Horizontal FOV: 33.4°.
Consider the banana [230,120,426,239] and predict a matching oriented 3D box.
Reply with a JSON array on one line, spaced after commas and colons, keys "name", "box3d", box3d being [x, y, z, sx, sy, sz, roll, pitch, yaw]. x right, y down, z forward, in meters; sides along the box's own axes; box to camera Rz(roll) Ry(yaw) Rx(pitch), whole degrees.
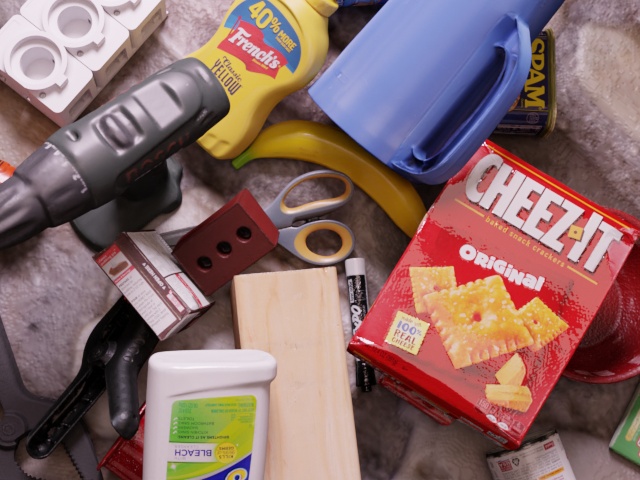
[{"name": "banana", "box3d": [0.020, -0.064, 0.987, 0.198, 0.037, 0.070, 22, 104, 1]}]

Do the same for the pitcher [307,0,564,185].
[{"name": "pitcher", "box3d": [0.117, -0.170, 0.914, 0.149, 0.145, 0.243, 41, 104, 3]}]

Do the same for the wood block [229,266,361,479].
[{"name": "wood block", "box3d": [-0.023, 0.134, 0.916, 0.090, 0.091, 0.206, -5, 80, -7]}]

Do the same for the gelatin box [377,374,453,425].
[{"name": "gelatin box", "box3d": [0.105, 0.111, 0.963, 0.073, 0.030, 0.089, 32, 78, 1]}]

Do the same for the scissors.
[{"name": "scissors", "box3d": [-0.056, 0.001, 0.972, 0.202, 0.016, 0.096, -25, 103, 5]}]

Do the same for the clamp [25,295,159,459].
[{"name": "clamp", "box3d": [-0.185, 0.111, 0.903, 0.120, 0.171, 0.039, -18, 125, 23]}]

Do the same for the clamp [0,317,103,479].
[{"name": "clamp", "box3d": [-0.276, 0.168, 0.909, 0.210, 0.036, 0.164, 43, 71, 1]}]

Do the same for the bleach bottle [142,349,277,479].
[{"name": "bleach bottle", "box3d": [-0.087, 0.214, 0.832, 0.102, 0.068, 0.251, 0, 94, -13]}]

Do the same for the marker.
[{"name": "marker", "box3d": [0.037, 0.077, 0.968, 0.020, 0.020, 0.121, -4, 80, -6]}]

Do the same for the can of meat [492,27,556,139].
[{"name": "can of meat", "box3d": [0.173, -0.149, 1.005, 0.084, 0.057, 0.102, 2, 79, -2]}]

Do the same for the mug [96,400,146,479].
[{"name": "mug", "box3d": [-0.121, 0.169, 0.894, 0.081, 0.093, 0.117, 37, 117, -3]}]

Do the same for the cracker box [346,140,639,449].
[{"name": "cracker box", "box3d": [0.145, 0.044, 0.904, 0.164, 0.072, 0.213, 32, 81, 6]}]

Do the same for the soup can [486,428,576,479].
[{"name": "soup can", "box3d": [0.193, 0.223, 0.932, 0.068, 0.068, 0.102, -19, 81, -9]}]

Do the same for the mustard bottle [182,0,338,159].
[{"name": "mustard bottle", "box3d": [-0.050, -0.166, 0.941, 0.192, 0.058, 0.096, -43, 79, 20]}]

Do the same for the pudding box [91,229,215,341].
[{"name": "pudding box", "box3d": [-0.139, 0.035, 0.909, 0.039, 0.113, 0.090, -41, 88, 3]}]

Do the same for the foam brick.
[{"name": "foam brick", "box3d": [-0.082, 0.001, 0.935, 0.078, 0.051, 0.053, -37, 100, 11]}]
